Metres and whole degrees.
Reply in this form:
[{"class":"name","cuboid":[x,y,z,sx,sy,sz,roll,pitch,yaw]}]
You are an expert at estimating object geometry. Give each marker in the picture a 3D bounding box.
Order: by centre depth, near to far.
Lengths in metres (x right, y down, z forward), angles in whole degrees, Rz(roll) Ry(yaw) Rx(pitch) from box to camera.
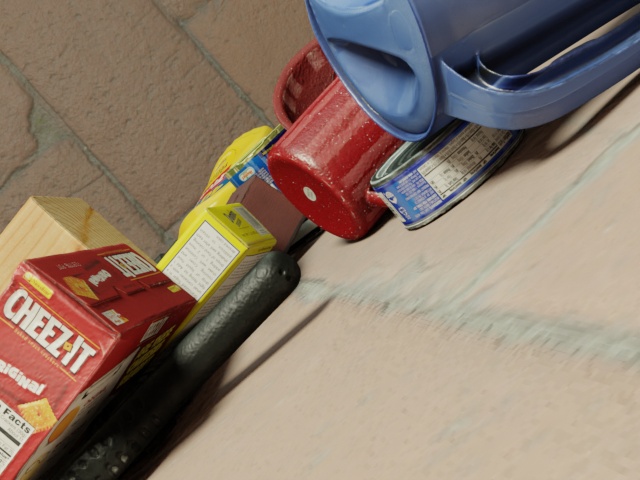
[{"class":"marker","cuboid":[-0.006,-0.014,0.840,0.121,0.020,0.020,-35,10,40]}]

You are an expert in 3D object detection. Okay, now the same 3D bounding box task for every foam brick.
[{"class":"foam brick","cuboid":[-0.055,0.001,0.810,0.053,0.051,0.078,-30,30,59]}]

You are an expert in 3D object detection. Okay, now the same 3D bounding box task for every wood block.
[{"class":"wood block","cuboid":[-0.214,0.076,0.742,0.206,0.090,0.090,-50,-7,7]}]

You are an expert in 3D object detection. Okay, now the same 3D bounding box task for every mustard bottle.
[{"class":"mustard bottle","cuboid":[-0.083,-0.028,0.954,0.096,0.058,0.191,-43,14,28]}]

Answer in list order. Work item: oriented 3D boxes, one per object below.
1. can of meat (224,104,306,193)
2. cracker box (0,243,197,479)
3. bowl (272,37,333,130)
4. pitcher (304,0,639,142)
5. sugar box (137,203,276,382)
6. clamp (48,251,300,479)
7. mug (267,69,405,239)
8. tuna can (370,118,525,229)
[{"class":"can of meat","cuboid":[-0.021,-0.055,0.903,0.058,0.084,0.102,-34,10,45]},{"class":"cracker box","cuboid":[-0.176,0.105,0.607,0.214,0.072,0.164,-52,-3,7]},{"class":"bowl","cuboid":[0.045,-0.118,0.874,0.162,0.055,0.162,-14,44,14]},{"class":"pitcher","cuboid":[0.120,-0.154,0.541,0.242,0.149,0.145,-29,6,-13]},{"class":"sugar box","cuboid":[-0.108,0.053,0.727,0.176,0.048,0.093,-47,-5,9]},{"class":"clamp","cuboid":[-0.095,0.092,0.591,0.209,0.036,0.165,-47,1,-34]},{"class":"mug","cuboid":[0.028,-0.051,0.677,0.117,0.093,0.081,25,66,42]},{"class":"tuna can","cuboid":[0.069,-0.046,0.589,0.086,0.033,0.086,-41,7,6]}]
